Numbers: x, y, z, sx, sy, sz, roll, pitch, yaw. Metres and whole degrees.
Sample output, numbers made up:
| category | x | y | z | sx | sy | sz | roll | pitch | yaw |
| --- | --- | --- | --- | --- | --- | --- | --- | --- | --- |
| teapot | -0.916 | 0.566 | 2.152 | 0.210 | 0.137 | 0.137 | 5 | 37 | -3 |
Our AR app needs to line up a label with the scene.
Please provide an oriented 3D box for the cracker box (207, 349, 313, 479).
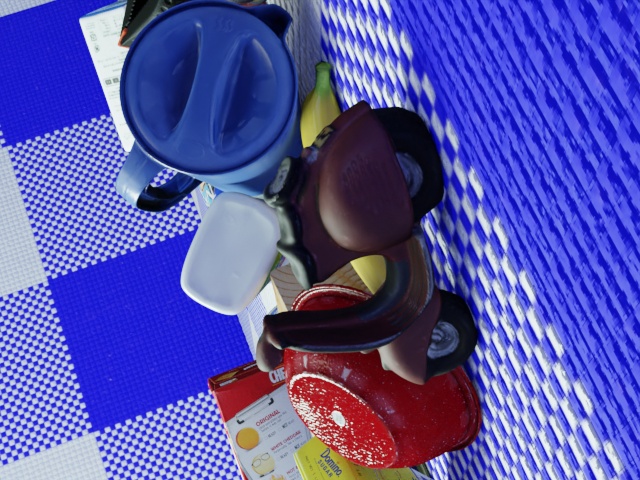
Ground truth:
| category | x | y | z | sx | sy | sz | roll | pitch | yaw |
| --- | --- | --- | --- | --- | --- | --- | --- | --- | --- |
| cracker box | -0.009 | 0.221 | 1.141 | 0.072 | 0.164 | 0.214 | -157 | 48 | -76 |

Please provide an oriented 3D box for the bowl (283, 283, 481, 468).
| category | x | y | z | sx | sy | sz | roll | pitch | yaw |
| --- | --- | --- | --- | --- | --- | --- | --- | --- | --- |
| bowl | 0.029 | 0.108 | 0.747 | 0.162 | 0.055 | 0.162 | 28 | 144 | 22 |

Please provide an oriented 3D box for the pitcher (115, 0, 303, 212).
| category | x | y | z | sx | sy | sz | roll | pitch | yaw |
| --- | --- | --- | --- | --- | --- | --- | --- | --- | --- |
| pitcher | -0.083 | -0.096 | 0.897 | 0.243 | 0.149 | 0.145 | 53 | -148 | -84 |

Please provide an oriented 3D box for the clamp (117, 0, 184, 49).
| category | x | y | z | sx | sy | sz | roll | pitch | yaw |
| --- | --- | --- | --- | --- | --- | --- | --- | --- | --- |
| clamp | -0.130 | -0.257 | 0.964 | 0.210 | 0.036 | 0.165 | -63 | 36 | 24 |

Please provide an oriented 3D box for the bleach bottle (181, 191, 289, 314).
| category | x | y | z | sx | sy | sz | roll | pitch | yaw |
| --- | --- | --- | --- | --- | --- | --- | --- | --- | --- |
| bleach bottle | -0.056 | 0.001 | 0.987 | 0.068 | 0.102 | 0.250 | 27 | -171 | 5 |

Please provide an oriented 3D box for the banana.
| category | x | y | z | sx | sy | sz | roll | pitch | yaw |
| --- | --- | --- | --- | --- | --- | --- | --- | --- | --- |
| banana | 0.021 | -0.033 | 0.811 | 0.069 | 0.037 | 0.198 | 109 | 141 | -79 |

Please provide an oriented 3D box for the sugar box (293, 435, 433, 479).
| category | x | y | z | sx | sy | sz | roll | pitch | yaw |
| --- | --- | --- | --- | --- | --- | --- | --- | --- | --- |
| sugar box | 0.060 | 0.215 | 0.838 | 0.176 | 0.048 | 0.093 | 33 | -159 | -43 |
